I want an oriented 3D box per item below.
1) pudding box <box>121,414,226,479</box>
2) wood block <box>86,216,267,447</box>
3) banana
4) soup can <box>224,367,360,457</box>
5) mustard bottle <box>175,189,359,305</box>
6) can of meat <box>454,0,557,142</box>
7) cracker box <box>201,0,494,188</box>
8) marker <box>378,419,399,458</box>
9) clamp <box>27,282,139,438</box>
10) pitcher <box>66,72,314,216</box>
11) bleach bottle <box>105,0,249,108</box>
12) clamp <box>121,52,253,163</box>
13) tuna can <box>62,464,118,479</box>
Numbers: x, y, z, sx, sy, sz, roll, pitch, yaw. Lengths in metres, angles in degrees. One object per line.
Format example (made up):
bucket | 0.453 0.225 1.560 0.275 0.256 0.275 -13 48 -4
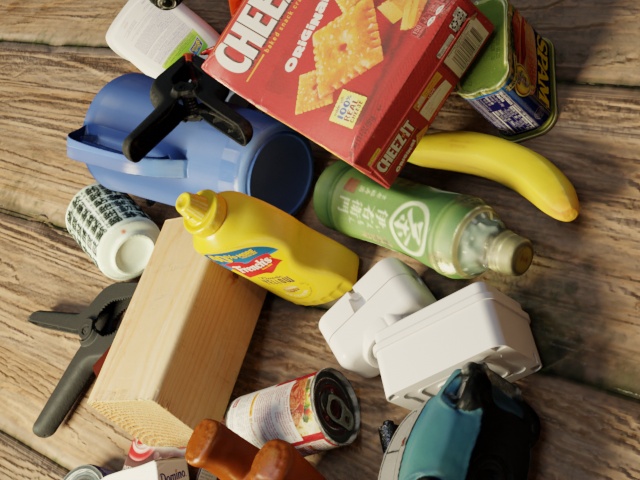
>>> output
pudding box | -0.136 0.203 1.029 0.114 0.039 0.090 4 70 42
wood block | -0.126 0.084 1.015 0.090 0.090 0.206 -9 49 37
banana | 0.146 -0.060 0.911 0.198 0.037 0.069 19 55 40
soup can | -0.025 0.157 0.936 0.102 0.068 0.068 -22 55 32
mustard bottle | -0.056 0.002 0.956 0.096 0.191 0.058 -7 64 39
can of meat | 0.159 -0.149 0.923 0.058 0.083 0.102 -16 59 35
cracker box | 0.016 -0.167 0.926 0.214 0.072 0.164 36 94 37
marker | 0.063 0.204 0.868 0.020 0.020 0.121 -27 53 29
clamp | -0.254 0.101 1.187 0.210 0.036 0.165 -38 48 17
pitcher | -0.134 -0.089 1.103 0.243 0.145 0.149 18 65 39
bleach bottle | -0.160 -0.210 1.251 0.102 0.068 0.251 -52 47 8
clamp | -0.117 -0.131 1.029 0.120 0.039 0.171 1 40 4
tuna can | -0.234 0.272 1.083 0.086 0.033 0.086 -20 56 33
